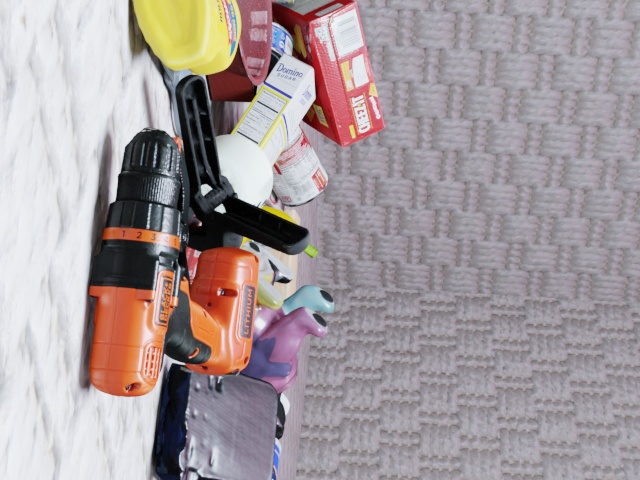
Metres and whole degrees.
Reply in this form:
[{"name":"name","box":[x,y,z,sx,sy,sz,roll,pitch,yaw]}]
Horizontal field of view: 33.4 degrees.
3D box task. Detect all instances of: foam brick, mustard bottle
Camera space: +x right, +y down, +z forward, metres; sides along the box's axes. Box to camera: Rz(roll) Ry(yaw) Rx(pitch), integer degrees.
[{"name":"foam brick","box":[-0.096,-0.193,1.162,0.078,0.051,0.053,88,7,-61]},{"name":"mustard bottle","box":[-0.102,-0.184,0.870,0.191,0.058,0.096,-53,128,-83]}]

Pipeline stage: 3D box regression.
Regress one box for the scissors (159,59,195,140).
[{"name":"scissors","box":[-0.126,-0.158,0.940,0.202,0.016,0.096,87,5,-67]}]

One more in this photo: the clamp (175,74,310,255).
[{"name":"clamp","box":[-0.084,-0.029,0.909,0.164,0.036,0.210,53,-26,8]}]

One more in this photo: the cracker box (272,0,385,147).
[{"name":"cracker box","box":[-0.015,-0.226,1.308,0.214,0.072,0.164,39,-29,54]}]

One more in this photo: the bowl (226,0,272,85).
[{"name":"bowl","box":[-0.090,-0.234,1.060,0.162,0.055,0.162,-1,90,-80]}]

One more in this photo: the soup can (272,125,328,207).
[{"name":"soup can","box":[-0.040,-0.099,1.291,0.068,0.069,0.102,-83,149,-53]}]

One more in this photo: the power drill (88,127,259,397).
[{"name":"power drill","box":[-0.105,0.026,0.789,0.187,0.057,0.184,30,67,-68]}]

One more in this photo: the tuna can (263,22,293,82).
[{"name":"tuna can","box":[-0.075,-0.216,1.219,0.086,0.086,0.033,87,9,-67]}]

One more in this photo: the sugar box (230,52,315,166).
[{"name":"sugar box","box":[-0.068,-0.113,1.185,0.176,0.048,0.093,-61,172,-12]}]
